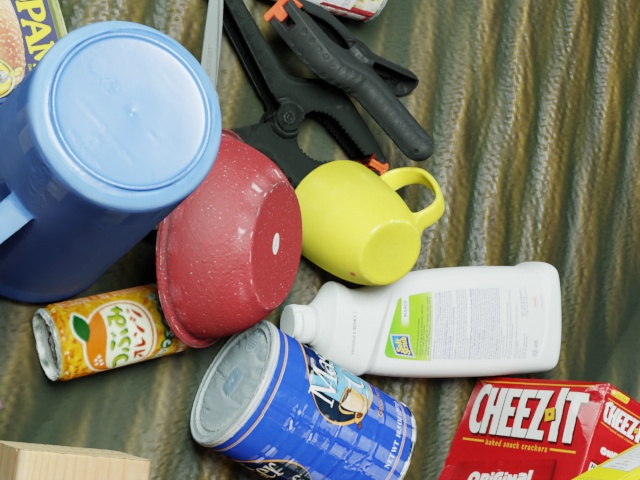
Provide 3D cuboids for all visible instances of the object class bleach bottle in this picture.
[{"bbox_3d":[0.085,0.064,0.899,0.250,0.068,0.102,4,83,-27],"label":"bleach bottle"}]

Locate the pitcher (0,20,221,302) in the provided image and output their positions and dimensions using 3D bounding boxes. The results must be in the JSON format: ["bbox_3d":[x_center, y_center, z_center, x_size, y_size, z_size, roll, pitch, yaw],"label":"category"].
[{"bbox_3d":[-0.160,-0.037,0.665,0.144,0.243,0.149,9,74,-25],"label":"pitcher"}]

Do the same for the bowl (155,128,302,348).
[{"bbox_3d":[-0.055,0.001,0.767,0.162,0.055,0.162,6,90,-69],"label":"bowl"}]

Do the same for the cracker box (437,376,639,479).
[{"bbox_3d":[0.162,0.220,0.865,0.072,0.164,0.213,33,70,-25],"label":"cracker box"}]

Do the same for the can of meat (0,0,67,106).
[{"bbox_3d":[-0.225,-0.138,0.747,0.083,0.058,0.102,-15,89,-27],"label":"can of meat"}]

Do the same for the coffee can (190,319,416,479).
[{"bbox_3d":[-0.013,0.138,0.811,0.140,0.103,0.102,33,70,-23],"label":"coffee can"}]

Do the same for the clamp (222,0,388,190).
[{"bbox_3d":[-0.041,-0.090,0.858,0.209,0.036,0.164,33,76,-23],"label":"clamp"}]

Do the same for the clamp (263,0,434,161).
[{"bbox_3d":[0.028,-0.145,0.875,0.039,0.120,0.171,-41,111,19],"label":"clamp"}]
